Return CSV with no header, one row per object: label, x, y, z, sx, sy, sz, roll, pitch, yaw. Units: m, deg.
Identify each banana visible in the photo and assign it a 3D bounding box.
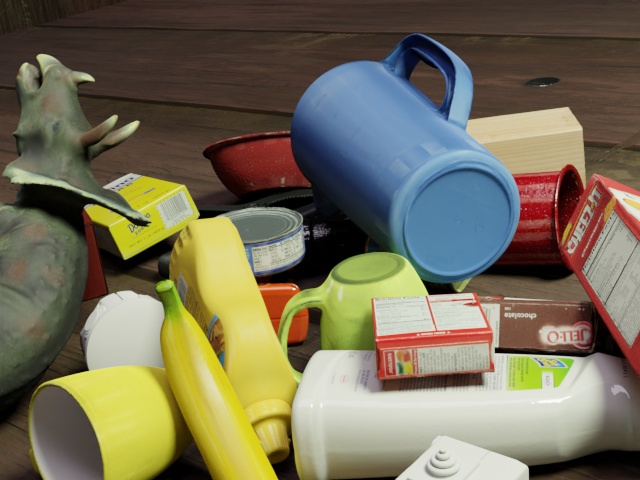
banana,-0.063,0.120,0.670,0.037,0.069,0.198,-29,64,-3

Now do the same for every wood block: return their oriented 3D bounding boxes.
wood block,0.156,-0.069,1.079,0.206,0.091,0.090,-7,20,6

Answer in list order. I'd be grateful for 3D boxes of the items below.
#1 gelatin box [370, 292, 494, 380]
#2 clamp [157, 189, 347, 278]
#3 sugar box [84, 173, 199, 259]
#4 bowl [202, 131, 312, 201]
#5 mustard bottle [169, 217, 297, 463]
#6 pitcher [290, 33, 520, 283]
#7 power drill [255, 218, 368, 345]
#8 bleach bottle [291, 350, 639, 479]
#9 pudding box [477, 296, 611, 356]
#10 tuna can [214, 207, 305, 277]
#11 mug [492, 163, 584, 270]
gelatin box,0.071,0.061,0.692,0.073,0.030,0.089,-4,13,2
clamp,-0.072,-0.022,1.127,0.210,0.036,0.164,-15,22,-5
sugar box,-0.207,-0.030,1.146,0.093,0.048,0.176,-31,23,-22
bowl,-0.049,-0.078,1.186,0.162,0.055,0.162,-5,-7,-1
mustard bottle,-0.060,0.078,0.766,0.058,0.096,0.192,-6,45,-20
pitcher,0.073,-0.068,0.891,0.145,0.149,0.243,-20,27,-9
power drill,-0.045,0.032,0.955,0.184,0.057,0.187,-8,19,5
bleach bottle,0.114,0.110,0.681,0.251,0.068,0.102,-2,20,12
pudding box,0.148,0.063,0.768,0.114,0.039,0.090,2,-8,23
tuna can,-0.056,0.001,0.908,0.086,0.034,0.086,-5,21,2
mug,0.190,-0.017,0.954,0.082,0.093,0.117,-2,-9,30
